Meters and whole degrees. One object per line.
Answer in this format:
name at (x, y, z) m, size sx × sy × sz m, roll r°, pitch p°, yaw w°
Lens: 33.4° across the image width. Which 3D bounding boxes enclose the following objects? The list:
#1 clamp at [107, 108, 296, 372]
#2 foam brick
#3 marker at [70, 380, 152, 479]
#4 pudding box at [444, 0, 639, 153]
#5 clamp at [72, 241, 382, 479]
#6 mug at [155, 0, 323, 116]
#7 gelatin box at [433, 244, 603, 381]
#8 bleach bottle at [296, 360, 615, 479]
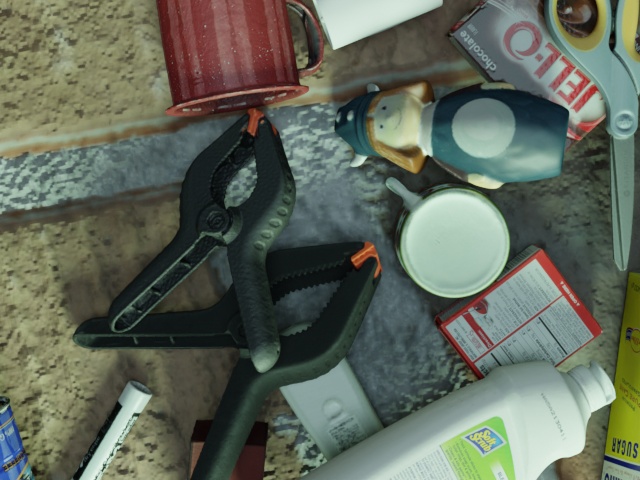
clamp at (-0.055, 0.001, 0.690) m, size 0.120 × 0.039 × 0.171 m, roll 23°, pitch 82°, yaw 17°
foam brick at (-0.065, 0.166, 0.727) m, size 0.051 × 0.053 × 0.078 m, roll 5°, pitch 96°, yaw -1°
marker at (-0.155, 0.152, 0.741) m, size 0.020 × 0.020 × 0.121 m, roll 31°, pitch 95°, yaw -4°
pudding box at (0.152, -0.125, 0.704) m, size 0.090 × 0.039 × 0.113 m, roll -43°, pitch 96°, yaw 4°
clamp at (-0.054, 0.062, 0.707) m, size 0.210 × 0.036 × 0.165 m, roll -40°, pitch 63°, yaw -9°
mug at (-0.049, -0.129, 0.683) m, size 0.117 × 0.093 × 0.081 m, roll -11°, pitch 92°, yaw -30°
gelatin box at (0.134, 0.058, 0.729) m, size 0.089 × 0.030 × 0.073 m, roll -38°, pitch 97°, yaw 4°
bleach bottle at (0.080, 0.158, 0.690) m, size 0.250 × 0.068 × 0.102 m, roll -29°, pitch 105°, yaw -6°
